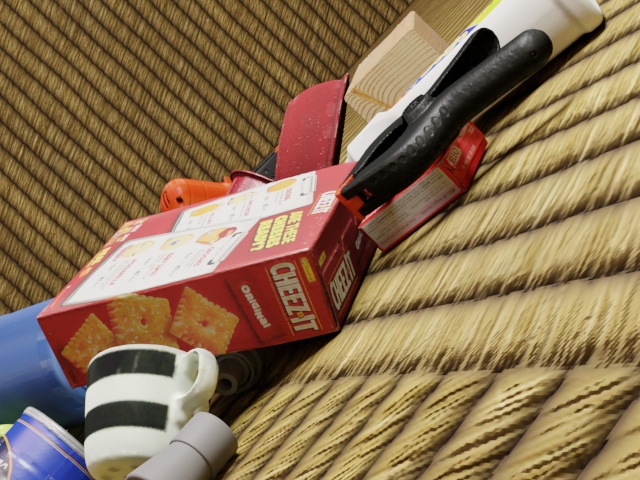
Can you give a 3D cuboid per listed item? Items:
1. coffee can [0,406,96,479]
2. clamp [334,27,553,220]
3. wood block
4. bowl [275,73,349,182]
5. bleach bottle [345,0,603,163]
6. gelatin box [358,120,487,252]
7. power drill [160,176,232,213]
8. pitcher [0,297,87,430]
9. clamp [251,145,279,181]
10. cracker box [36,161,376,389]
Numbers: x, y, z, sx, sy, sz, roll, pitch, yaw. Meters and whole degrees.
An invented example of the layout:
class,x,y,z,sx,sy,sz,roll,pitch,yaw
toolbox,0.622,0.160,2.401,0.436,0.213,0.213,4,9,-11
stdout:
class,x,y,z,sx,sy,sz,roll,pitch,yaw
coffee can,-0.236,0.215,0.824,0.140,0.103,0.103,-49,8,-22
clamp,0.078,-0.086,0.731,0.171,0.039,0.120,-41,9,10
wood block,0.090,-0.154,1.039,0.090,0.091,0.206,-44,8,16
bowl,-0.010,-0.086,1.038,0.162,0.055,0.162,10,-91,-87
bleach bottle,0.103,-0.116,0.842,0.251,0.068,0.102,-42,5,21
gelatin box,0.074,-0.040,0.765,0.089,0.030,0.073,-40,10,37
power drill,-0.108,0.012,1.133,0.188,0.184,0.057,-57,41,34
pitcher,-0.235,0.107,1.000,0.243,0.144,0.149,-22,66,54
clamp,-0.083,-0.060,1.251,0.210,0.036,0.164,-40,10,42
cracker box,-0.075,0.024,0.787,0.214,0.072,0.164,-13,21,20
